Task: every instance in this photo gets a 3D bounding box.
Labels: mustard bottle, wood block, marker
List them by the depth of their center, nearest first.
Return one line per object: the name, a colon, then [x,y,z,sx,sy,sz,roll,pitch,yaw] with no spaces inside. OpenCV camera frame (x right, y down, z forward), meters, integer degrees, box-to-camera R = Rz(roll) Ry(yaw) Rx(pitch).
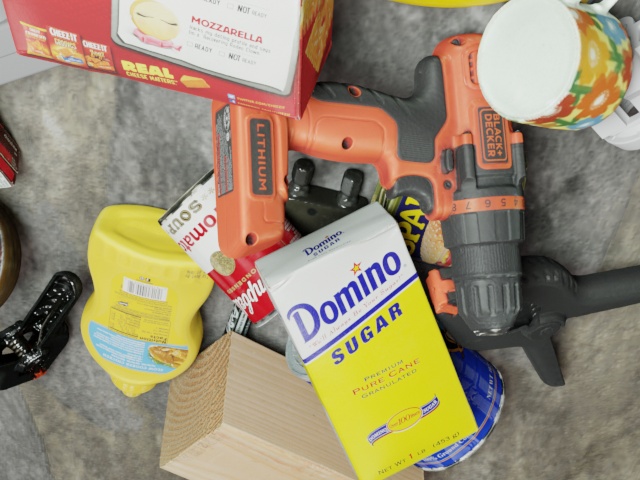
mustard bottle: [-0.138,0.060,0.838,0.096,0.058,0.192,14,133,-4]
marker: [-0.063,0.060,0.854,0.020,0.020,0.121,16,133,-7]
wood block: [-0.020,0.169,0.885,0.205,0.091,0.090,29,131,-28]

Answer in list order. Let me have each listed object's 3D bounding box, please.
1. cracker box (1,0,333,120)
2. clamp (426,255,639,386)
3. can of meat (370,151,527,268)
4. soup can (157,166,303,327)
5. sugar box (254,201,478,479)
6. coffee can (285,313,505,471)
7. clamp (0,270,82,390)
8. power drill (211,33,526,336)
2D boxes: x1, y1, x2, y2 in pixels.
cracker box: [-0.075,-0.166,0.498,0.164,0.072,0.214,14,145,8]
clamp: [0.165,0.045,0.756,0.209,0.036,0.165,18,134,-39]
can of meat: [0.084,-0.027,0.725,0.084,0.057,0.102,12,134,-7]
soup can: [-0.055,0.001,0.744,0.102,0.068,0.069,47,126,-6]
sugar box: [0.033,0.072,0.709,0.093,0.048,0.176,-27,119,-5]
coffee can: [0.058,0.097,0.813,0.103,0.102,0.140,-31,122,32]
clamp: [-0.244,0.087,0.841,0.039,0.120,0.172,55,154,13]
power drill: [0.033,-0.031,0.628,0.187,0.184,0.057,-3,174,-21]
